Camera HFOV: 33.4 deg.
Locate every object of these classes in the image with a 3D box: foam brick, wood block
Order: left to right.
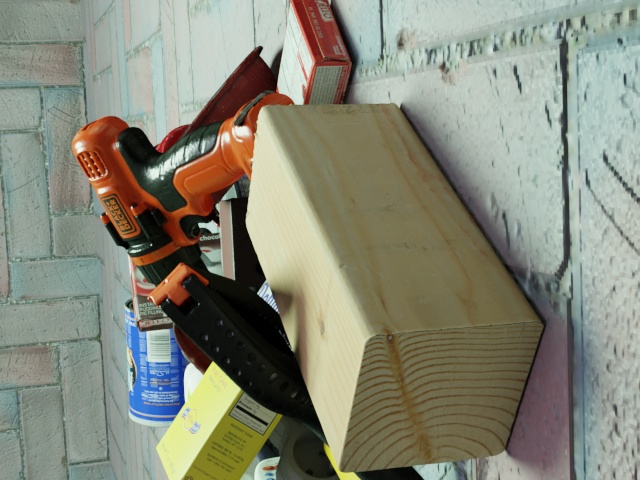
[{"bbox_3d":[-0.056,0.001,0.918,0.051,0.053,0.078,-177,83,-73],"label":"foam brick"},{"bbox_3d":[0.028,0.015,0.577,0.206,0.090,0.091,-114,27,-50],"label":"wood block"}]

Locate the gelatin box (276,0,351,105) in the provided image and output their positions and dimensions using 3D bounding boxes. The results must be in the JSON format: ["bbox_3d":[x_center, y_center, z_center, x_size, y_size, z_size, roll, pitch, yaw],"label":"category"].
[{"bbox_3d":[-0.006,-0.117,0.761,0.089,0.030,0.073,104,157,-46],"label":"gelatin box"}]

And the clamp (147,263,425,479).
[{"bbox_3d":[-0.015,0.073,0.626,0.036,0.209,0.164,-45,27,9],"label":"clamp"}]

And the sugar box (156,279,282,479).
[{"bbox_3d":[-0.051,0.101,0.780,0.176,0.048,0.093,-59,19,-2],"label":"sugar box"}]

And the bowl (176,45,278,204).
[{"bbox_3d":[-0.079,-0.082,0.888,0.162,0.055,0.162,-51,6,7],"label":"bowl"}]

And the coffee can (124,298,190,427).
[{"bbox_3d":[-0.183,0.142,1.291,0.103,0.102,0.140,-147,55,-70],"label":"coffee can"}]

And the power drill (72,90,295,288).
[{"bbox_3d":[-0.077,-0.021,0.781,0.188,0.057,0.184,-13,116,35],"label":"power drill"}]

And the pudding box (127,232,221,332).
[{"bbox_3d":[-0.137,0.042,1.095,0.039,0.113,0.090,108,153,-59],"label":"pudding box"}]
